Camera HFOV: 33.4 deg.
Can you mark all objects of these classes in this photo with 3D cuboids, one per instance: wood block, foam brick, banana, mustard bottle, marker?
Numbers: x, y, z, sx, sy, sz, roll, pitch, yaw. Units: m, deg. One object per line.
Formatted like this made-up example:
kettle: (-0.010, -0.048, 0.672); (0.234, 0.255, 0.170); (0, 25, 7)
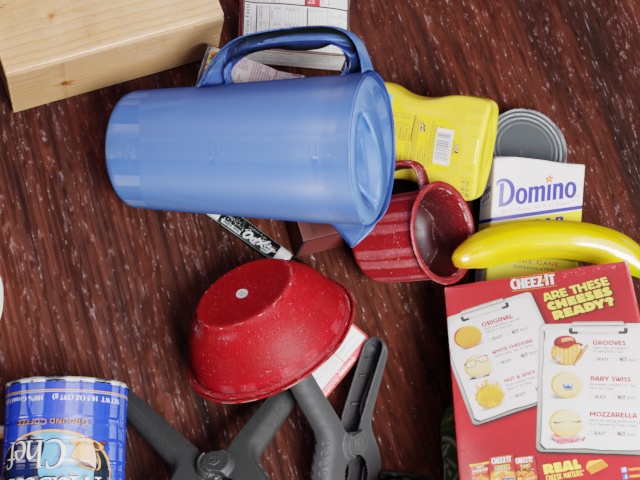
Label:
wood block: (-0.205, -0.203, 1.008); (0.205, 0.091, 0.090); (-19, 79, -15)
foam brick: (-0.007, -0.032, 1.016); (0.053, 0.051, 0.078); (-13, 77, -13)
banana: (0.213, 0.007, 0.975); (0.197, 0.037, 0.069); (5, 29, -6)
mustard bottle: (0.068, -0.102, 1.021); (0.192, 0.058, 0.096); (13, 104, 22)
marker: (-0.057, 0.001, 1.014); (0.121, 0.020, 0.020); (36, 71, 1)

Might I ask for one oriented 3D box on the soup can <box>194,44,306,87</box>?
soup can: (-0.068, -0.141, 1.028); (0.102, 0.069, 0.068); (17, 72, -6)

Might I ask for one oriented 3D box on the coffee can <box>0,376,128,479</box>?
coffee can: (-0.213, 0.190, 0.887); (0.102, 0.103, 0.140); (2, 73, -10)

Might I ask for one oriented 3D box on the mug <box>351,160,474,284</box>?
mug: (0.080, -0.015, 0.980); (0.093, 0.082, 0.117); (-13, 94, -46)

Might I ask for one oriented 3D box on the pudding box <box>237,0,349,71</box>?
pudding box: (-0.027, -0.222, 1.075); (0.113, 0.039, 0.090); (4, 74, -8)

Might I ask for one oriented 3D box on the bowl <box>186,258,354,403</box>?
bowl: (-0.054, 0.065, 0.923); (0.162, 0.162, 0.055); (-38, 121, -18)

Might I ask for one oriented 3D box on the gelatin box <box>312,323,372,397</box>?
gelatin box: (-0.009, 0.093, 0.991); (0.089, 0.030, 0.073); (41, 72, 2)

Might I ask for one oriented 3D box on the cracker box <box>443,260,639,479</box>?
cracker box: (0.195, 0.129, 0.895); (0.164, 0.072, 0.213); (-9, 47, 11)

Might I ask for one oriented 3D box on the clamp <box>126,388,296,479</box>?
clamp: (-0.097, 0.191, 0.887); (0.164, 0.036, 0.210); (-3, 40, 3)

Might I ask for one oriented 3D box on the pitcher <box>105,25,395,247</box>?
pitcher: (-0.061, -0.091, 0.939); (0.243, 0.145, 0.149); (2, 54, 20)

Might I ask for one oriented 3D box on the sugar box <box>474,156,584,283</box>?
sugar box: (0.199, 0.010, 1.026); (0.093, 0.048, 0.176); (4, 89, -9)

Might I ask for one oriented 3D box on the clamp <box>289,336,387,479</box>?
clamp: (0.027, 0.170, 0.951); (0.120, 0.039, 0.171); (-20, 108, -38)

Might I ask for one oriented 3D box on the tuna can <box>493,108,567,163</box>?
tuna can: (0.203, -0.088, 1.081); (0.086, 0.034, 0.086); (3, 74, -10)
